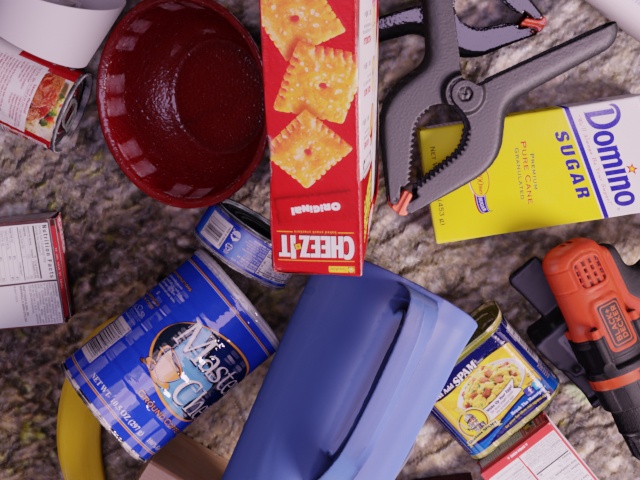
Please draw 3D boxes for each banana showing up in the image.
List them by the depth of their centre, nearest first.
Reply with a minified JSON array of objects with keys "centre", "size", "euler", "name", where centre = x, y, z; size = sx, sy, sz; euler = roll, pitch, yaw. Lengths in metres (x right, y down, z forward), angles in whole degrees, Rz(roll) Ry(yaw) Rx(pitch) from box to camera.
[{"centre":[-0.185,0.139,0.894],"size":[0.069,0.037,0.198],"euler":[22,101,0],"name":"banana"}]

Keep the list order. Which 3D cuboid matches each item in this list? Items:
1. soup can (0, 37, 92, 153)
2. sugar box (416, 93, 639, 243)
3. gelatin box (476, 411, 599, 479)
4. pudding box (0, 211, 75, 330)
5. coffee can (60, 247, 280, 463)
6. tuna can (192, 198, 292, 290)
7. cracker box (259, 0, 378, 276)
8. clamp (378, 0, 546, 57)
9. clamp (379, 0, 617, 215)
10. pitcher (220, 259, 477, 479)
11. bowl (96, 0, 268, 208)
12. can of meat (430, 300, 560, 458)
[{"centre":[-0.238,-0.119,0.831],"size":[0.102,0.068,0.068],"euler":[24,101,-2],"name":"soup can"},{"centre":[0.170,-0.057,0.839],"size":[0.176,0.048,0.093],"euler":[-9,99,5],"name":"sugar box"},{"centre":[0.188,0.202,0.897],"size":[0.073,0.030,0.089],"euler":[-39,97,7],"name":"gelatin box"},{"centre":[-0.264,0.027,0.876],"size":[0.113,0.039,0.090],"euler":[-5,100,1],"name":"pudding box"},{"centre":[-0.115,0.089,0.832],"size":[0.140,0.103,0.103],"euler":[-40,98,-8],"name":"coffee can"},{"centre":[-0.055,0.001,0.838],"size":[0.086,0.086,0.034],"euler":[33,98,-4],"name":"tuna can"},{"centre":[0.002,-0.105,0.755],"size":[0.072,0.164,0.214],"euler":[2,113,7],"name":"cracker box"},{"centre":[0.084,-0.179,0.824],"size":[0.171,0.039,0.120],"euler":[24,112,0],"name":"clamp"},{"centre":[0.116,-0.110,0.796],"size":[0.164,0.036,0.210],"euler":[21,96,-4],"name":"clamp"},{"centre":[0.010,0.136,0.784],"size":[0.145,0.149,0.243],"euler":[20,80,35],"name":"pitcher"},{"centre":[-0.093,-0.108,0.816],"size":[0.162,0.055,0.162],"euler":[7,104,29],"name":"bowl"},{"centre":[0.132,0.115,0.869],"size":[0.102,0.057,0.084],"euler":[-41,99,9],"name":"can of meat"}]
